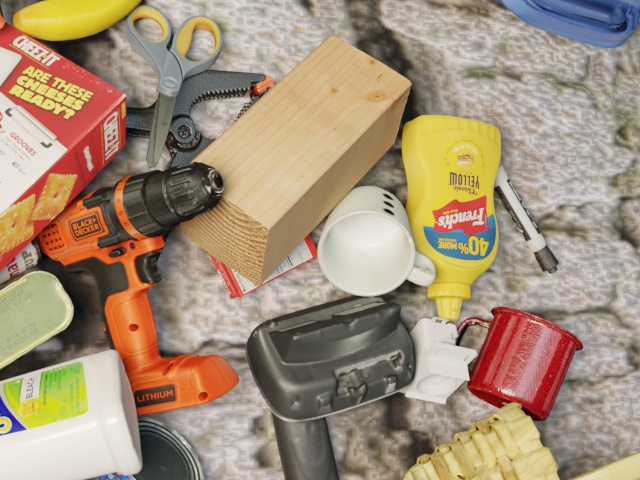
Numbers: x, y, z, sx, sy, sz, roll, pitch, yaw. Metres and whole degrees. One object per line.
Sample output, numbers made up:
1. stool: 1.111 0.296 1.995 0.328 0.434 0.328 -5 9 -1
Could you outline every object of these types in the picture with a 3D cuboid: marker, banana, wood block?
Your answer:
1. marker: 0.204 -0.019 1.073 0.020 0.020 0.121 -34 96 -23
2. banana: -0.187 -0.221 0.916 0.069 0.037 0.197 46 52 -22
3. wood block: -0.021 -0.072 0.918 0.090 0.091 0.205 34 58 15

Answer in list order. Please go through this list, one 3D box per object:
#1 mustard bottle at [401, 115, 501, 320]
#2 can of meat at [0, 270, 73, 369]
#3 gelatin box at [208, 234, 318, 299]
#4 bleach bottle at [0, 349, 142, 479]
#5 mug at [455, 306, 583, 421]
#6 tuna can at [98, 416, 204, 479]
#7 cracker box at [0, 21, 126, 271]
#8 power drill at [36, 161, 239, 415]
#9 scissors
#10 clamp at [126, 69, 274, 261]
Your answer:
1. mustard bottle: 0.124 -0.019 1.019 0.096 0.058 0.191 6 80 -24
2. can of meat: -0.248 0.067 0.839 0.102 0.084 0.057 -34 96 -23
3. gelatin box: -0.056 0.001 0.957 0.089 0.030 0.073 -28 95 -24
4. bleach bottle: -0.264 0.157 0.793 0.250 0.102 0.068 -15 123 -6
5. mug: 0.179 0.115 1.013 0.117 0.093 0.081 22 77 14
6. tuna can: -0.138 0.188 0.867 0.086 0.086 0.034 39 113 -13
7. cracker box: -0.275 -0.064 0.808 0.164 0.072 0.213 31 58 11
8. power drill: -0.130 0.040 0.854 0.057 0.185 0.187 -24 97 -57
9. scissors: -0.144 -0.141 0.904 0.096 0.016 0.201 26 44 -2
10. clamp: -0.133 -0.096 0.936 0.209 0.036 0.164 -42 99 -22
